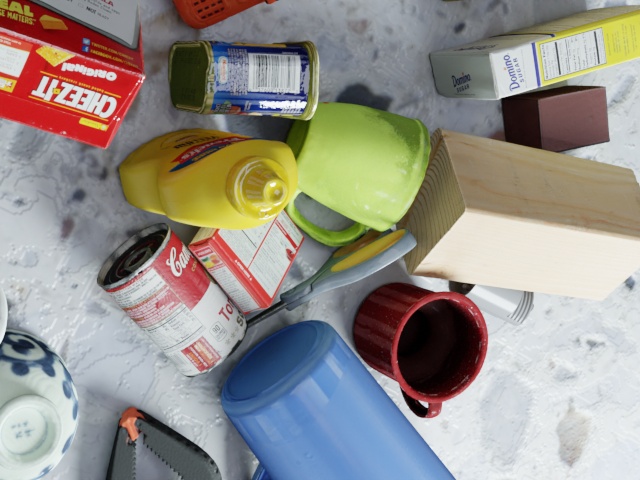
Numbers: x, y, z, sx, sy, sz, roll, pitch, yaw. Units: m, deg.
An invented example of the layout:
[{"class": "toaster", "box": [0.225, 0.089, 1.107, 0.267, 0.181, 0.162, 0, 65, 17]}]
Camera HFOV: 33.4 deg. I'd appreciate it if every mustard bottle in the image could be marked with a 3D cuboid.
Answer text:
[{"class": "mustard bottle", "box": [-0.070, -0.043, 0.743, 0.096, 0.192, 0.058, -17, 106, -23]}]

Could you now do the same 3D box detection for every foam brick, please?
[{"class": "foam brick", "box": [0.209, -0.107, 0.947, 0.078, 0.053, 0.051, -12, 104, -23]}]

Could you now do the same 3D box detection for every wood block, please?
[{"class": "wood block", "box": [0.173, -0.019, 0.906, 0.205, 0.091, 0.090, 8, 51, -27]}]

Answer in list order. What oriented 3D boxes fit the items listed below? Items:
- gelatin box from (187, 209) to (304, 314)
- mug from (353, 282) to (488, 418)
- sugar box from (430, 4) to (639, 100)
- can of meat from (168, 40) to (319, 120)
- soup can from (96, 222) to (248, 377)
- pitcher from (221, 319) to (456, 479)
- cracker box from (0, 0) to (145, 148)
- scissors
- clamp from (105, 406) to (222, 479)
[{"class": "gelatin box", "box": [-0.055, 0.001, 0.826, 0.073, 0.030, 0.089, 53, 39, -24]}, {"class": "mug", "box": [0.082, 0.093, 0.901, 0.093, 0.082, 0.117, -14, 104, -24]}, {"class": "sugar box", "box": [0.192, -0.160, 0.908, 0.176, 0.093, 0.048, -21, 107, -21]}, {"class": "can of meat", "box": [-0.059, -0.120, 0.788, 0.083, 0.102, 0.057, -1, 99, -24]}, {"class": "soup can", "box": [-0.111, 0.046, 0.808, 0.068, 0.069, 0.102, -44, 115, -13]}, {"class": "pitcher", "box": [0.018, 0.191, 0.871, 0.149, 0.145, 0.242, -45, 111, -26]}, {"class": "cracker box", "box": [-0.199, -0.168, 0.657, 0.164, 0.214, 0.072, 15, 131, -28]}, {"class": "scissors", "box": [-0.013, 0.037, 0.874, 0.202, 0.096, 0.016, -27, 102, 13]}, {"class": "clamp", "box": [-0.103, 0.227, 0.847, 0.164, 0.036, 0.210, -16, 101, -8]}]
